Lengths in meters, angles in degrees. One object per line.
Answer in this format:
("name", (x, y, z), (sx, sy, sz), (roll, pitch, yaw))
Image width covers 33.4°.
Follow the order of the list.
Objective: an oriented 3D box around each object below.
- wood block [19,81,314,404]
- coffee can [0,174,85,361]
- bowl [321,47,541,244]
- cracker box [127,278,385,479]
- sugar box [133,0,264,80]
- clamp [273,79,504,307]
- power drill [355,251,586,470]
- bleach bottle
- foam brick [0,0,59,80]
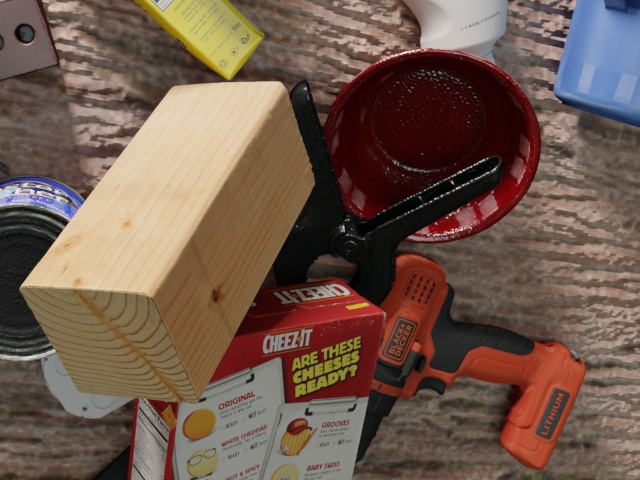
("wood block", (-0.086, -0.007, 0.679), (0.090, 0.205, 0.091), (2, 131, 24))
("coffee can", (-0.202, 0.014, 0.734), (0.102, 0.140, 0.103), (-2, 101, -12))
("bowl", (0.082, -0.079, 0.805), (0.162, 0.055, 0.162), (2, 123, 3))
("cracker box", (-0.053, 0.142, 0.772), (0.163, 0.072, 0.214), (-7, 117, -34))
("sugar box", (-0.120, -0.187, 0.739), (0.176, 0.093, 0.048), (39, 92, -16))
("clamp", (0.015, -0.011, 0.797), (0.164, 0.036, 0.210), (27, 116, -11))
("power drill", (0.107, 0.122, 0.866), (0.187, 0.057, 0.184), (22, 95, -15))
("bleach bottle", (0.071, -0.231, 0.789), (0.102, 0.068, 0.251), (-24, 107, -8))
("foam brick", (-0.227, -0.138, 0.746), (0.078, 0.051, 0.053), (-19, 104, -9))
